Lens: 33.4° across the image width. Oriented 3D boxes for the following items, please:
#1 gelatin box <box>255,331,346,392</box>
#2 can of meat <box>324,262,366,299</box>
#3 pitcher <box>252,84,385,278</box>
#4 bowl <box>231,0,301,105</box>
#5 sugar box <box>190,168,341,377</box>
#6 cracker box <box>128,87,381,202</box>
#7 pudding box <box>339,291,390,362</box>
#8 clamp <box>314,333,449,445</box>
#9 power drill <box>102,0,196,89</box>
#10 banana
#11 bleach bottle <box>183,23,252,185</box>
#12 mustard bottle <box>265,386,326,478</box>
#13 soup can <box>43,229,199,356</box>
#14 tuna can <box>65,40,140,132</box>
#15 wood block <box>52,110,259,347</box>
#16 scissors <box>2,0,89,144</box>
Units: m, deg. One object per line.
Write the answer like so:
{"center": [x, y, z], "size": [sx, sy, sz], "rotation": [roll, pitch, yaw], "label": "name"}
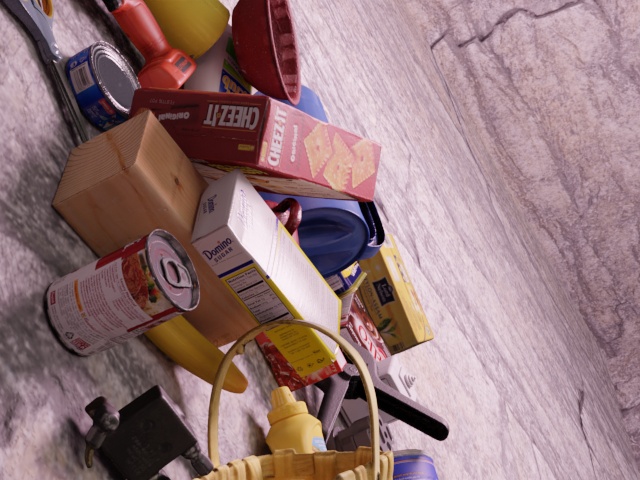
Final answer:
{"center": [-0.024, 0.112, 1.152], "size": [0.089, 0.073, 0.030], "rotation": [63, 18, -5], "label": "gelatin box"}
{"center": [0.010, 0.030, 1.382], "size": [0.084, 0.057, 0.102], "rotation": [61, 18, -6], "label": "can of meat"}
{"center": [-0.020, -0.077, 1.318], "size": [0.149, 0.145, 0.243], "rotation": [63, 11, -50], "label": "pitcher"}
{"center": [-0.067, -0.236, 1.264], "size": [0.162, 0.055, 0.162], "rotation": [-8, 90, -80], "label": "bowl"}
{"center": [-0.045, 0.030, 0.957], "size": [0.176, 0.048, 0.093], "rotation": [51, 24, -26], "label": "sugar box"}
{"center": [-0.062, -0.093, 1.058], "size": [0.213, 0.164, 0.072], "rotation": [15, 84, -58], "label": "cracker box"}
{"center": [0.050, 0.136, 1.382], "size": [0.113, 0.039, 0.090], "rotation": [58, 20, -19], "label": "pudding box"}
{"center": [0.044, 0.164, 1.209], "size": [0.164, 0.036, 0.210], "rotation": [6, 28, -22], "label": "clamp"}
{"center": [-0.208, -0.236, 1.111], "size": [0.187, 0.057, 0.184], "rotation": [60, 16, -16], "label": "power drill"}
{"center": [-0.131, 0.071, 0.928], "size": [0.037, 0.070, 0.197], "rotation": [-55, 135, -26], "label": "banana"}
{"center": [-0.120, -0.146, 1.245], "size": [0.251, 0.068, 0.102], "rotation": [-92, 156, -43], "label": "bleach bottle"}
{"center": [-0.011, 0.236, 1.049], "size": [0.096, 0.058, 0.192], "rotation": [49, 21, -71], "label": "mustard bottle"}
{"center": [-0.155, 0.042, 0.833], "size": [0.068, 0.102, 0.068], "rotation": [53, 22, -32], "label": "soup can"}
{"center": [-0.209, -0.149, 1.040], "size": [0.086, 0.034, 0.086], "rotation": [53, 21, -32], "label": "tuna can"}
{"center": [-0.135, -0.002, 0.967], "size": [0.206, 0.090, 0.091], "rotation": [54, 22, -31], "label": "wood block"}
{"center": [-0.259, -0.184, 0.972], "size": [0.096, 0.016, 0.202], "rotation": [32, 36, -62], "label": "scissors"}
